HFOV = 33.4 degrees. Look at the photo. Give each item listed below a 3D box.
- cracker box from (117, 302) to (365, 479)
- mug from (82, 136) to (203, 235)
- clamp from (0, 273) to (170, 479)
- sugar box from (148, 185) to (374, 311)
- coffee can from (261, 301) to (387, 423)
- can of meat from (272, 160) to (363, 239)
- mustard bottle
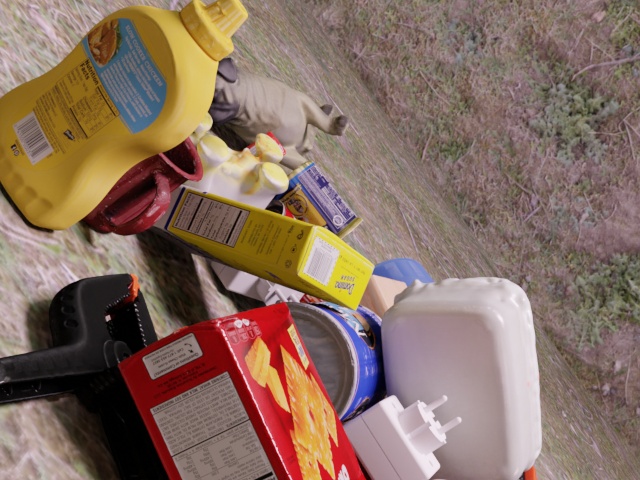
[{"bbox_3d":[-0.020,0.147,0.637,0.214,0.072,0.164,64,10,6],"label":"cracker box"},{"bbox_3d":[-0.142,-0.051,0.777,0.093,0.081,0.117,39,20,-51],"label":"mug"},{"bbox_3d":[-0.129,0.075,0.607,0.164,0.036,0.210,51,14,-32],"label":"clamp"},{"bbox_3d":[-0.055,0.001,0.835,0.176,0.048,0.093,14,-13,35],"label":"sugar box"},{"bbox_3d":[-0.003,0.100,0.853,0.103,0.103,0.140,58,13,12],"label":"coffee can"},{"bbox_3d":[-0.022,-0.022,1.094,0.084,0.102,0.057,52,33,-2],"label":"can of meat"},{"bbox_3d":[-0.128,-0.096,0.695,0.096,0.192,0.058,60,14,19],"label":"mustard bottle"}]
